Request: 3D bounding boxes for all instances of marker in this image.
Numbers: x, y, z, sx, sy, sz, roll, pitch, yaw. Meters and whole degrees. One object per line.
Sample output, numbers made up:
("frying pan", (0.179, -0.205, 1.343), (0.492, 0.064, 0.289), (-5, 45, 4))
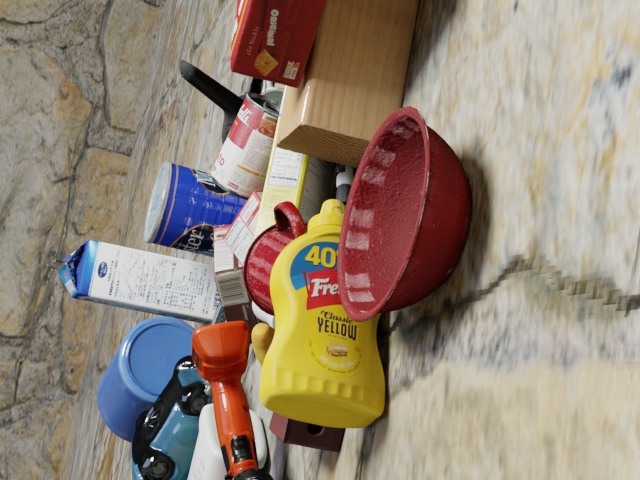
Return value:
("marker", (0.025, -0.076, 1.038), (0.020, 0.020, 0.121), (125, 153, -51))

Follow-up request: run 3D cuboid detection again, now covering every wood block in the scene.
("wood block", (0.028, -0.183, 0.990), (0.091, 0.090, 0.206), (156, 126, -71))

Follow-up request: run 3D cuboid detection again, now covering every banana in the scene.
("banana", (-0.043, 0.112, 1.008), (0.037, 0.069, 0.198), (-45, -1, -8))

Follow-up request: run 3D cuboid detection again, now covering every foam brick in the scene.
("foam brick", (-0.006, 0.134, 0.912), (0.051, 0.053, 0.078), (-172, 95, -74))

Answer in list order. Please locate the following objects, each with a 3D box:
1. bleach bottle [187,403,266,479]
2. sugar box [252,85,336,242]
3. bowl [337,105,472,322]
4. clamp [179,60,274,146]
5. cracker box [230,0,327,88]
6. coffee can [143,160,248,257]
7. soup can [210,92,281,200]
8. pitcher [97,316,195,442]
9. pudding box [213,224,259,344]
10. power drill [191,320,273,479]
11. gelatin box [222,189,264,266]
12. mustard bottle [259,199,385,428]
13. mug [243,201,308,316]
("bleach bottle", (-0.123, 0.306, 1.142), (0.102, 0.068, 0.251), (-112, 37, -62))
("sugar box", (-0.019, -0.065, 1.059), (0.093, 0.048, 0.176), (41, -124, -69))
("bowl", (0.067, -0.014, 0.787), (0.162, 0.055, 0.162), (-166, 90, -73))
("clamp", (-0.078, -0.171, 1.291), (0.036, 0.164, 0.210), (30, 150, 38))
("cracker box", (-0.030, -0.269, 0.943), (0.164, 0.072, 0.213), (112, 164, -45))
("coffee can", (-0.136, -0.031, 1.312), (0.103, 0.140, 0.103), (-166, 90, -74))
("soup can", (-0.071, -0.102, 1.175), (0.102, 0.068, 0.068), (-63, 20, 17))
("pitcher", (-0.209, 0.187, 1.359), (0.145, 0.149, 0.243), (-55, 0, -23))
("pudding box", (-0.095, 0.050, 1.218), (0.090, 0.039, 0.113), (-99, 1, -52))
("power drill", (-0.077, 0.173, 0.978), (0.184, 0.057, 0.187), (109, 151, -68))
("gelatin box", (-0.058, 0.001, 1.143), (0.089, 0.030, 0.073), (53, 126, 28))
("mustard bottle", (0.006, 0.050, 0.862), (0.058, 0.096, 0.191), (127, 152, -53))
("mug", (-0.017, 0.021, 0.957), (0.082, 0.093, 0.117), (-157, 54, -69))
